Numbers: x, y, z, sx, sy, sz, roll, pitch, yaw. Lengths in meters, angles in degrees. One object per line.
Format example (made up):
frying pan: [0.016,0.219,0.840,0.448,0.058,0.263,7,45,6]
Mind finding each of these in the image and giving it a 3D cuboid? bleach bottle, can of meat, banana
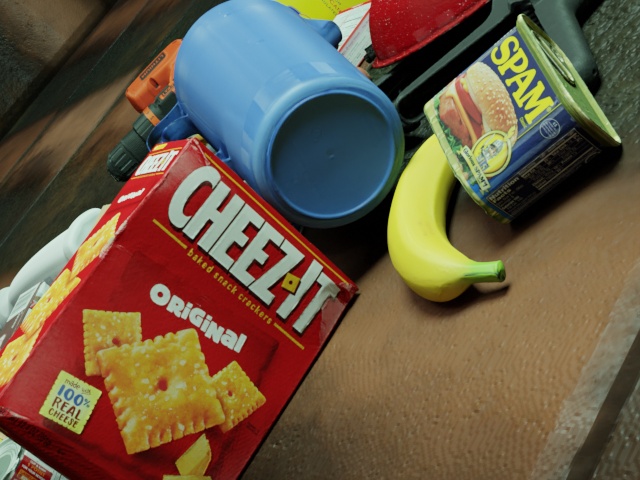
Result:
bleach bottle: [-0.287,0.051,1.144,0.251,0.102,0.068,-24,27,43]
can of meat: [0.119,-0.072,0.648,0.084,0.057,0.102,-40,44,24]
banana: [0.076,-0.016,0.691,0.070,0.037,0.198,-17,32,10]

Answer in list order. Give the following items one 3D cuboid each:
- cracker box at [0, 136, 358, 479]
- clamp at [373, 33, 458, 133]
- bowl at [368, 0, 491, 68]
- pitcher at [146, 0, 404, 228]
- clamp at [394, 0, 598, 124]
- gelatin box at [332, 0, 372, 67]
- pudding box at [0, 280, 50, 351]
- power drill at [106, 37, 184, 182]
cracker box: [-0.095,0.066,0.691,0.213,0.164,0.072,-56,25,-19]
clamp: [0.037,-0.103,0.897,0.172,0.039,0.120,-30,18,36]
bowl: [0.097,-0.215,0.910,0.162,0.055,0.162,-34,13,9]
pitcher: [-0.035,-0.092,0.807,0.243,0.144,0.149,-128,53,-63]
clamp: [0.148,-0.163,0.784,0.165,0.036,0.209,-9,41,40]
gelatin box: [0.027,-0.203,1.096,0.073,0.030,0.089,-4,48,58]
pudding box: [-0.262,0.105,1.029,0.039,0.090,0.113,-34,25,27]
power drill: [-0.175,-0.154,1.211,0.184,0.057,0.188,-43,25,3]
